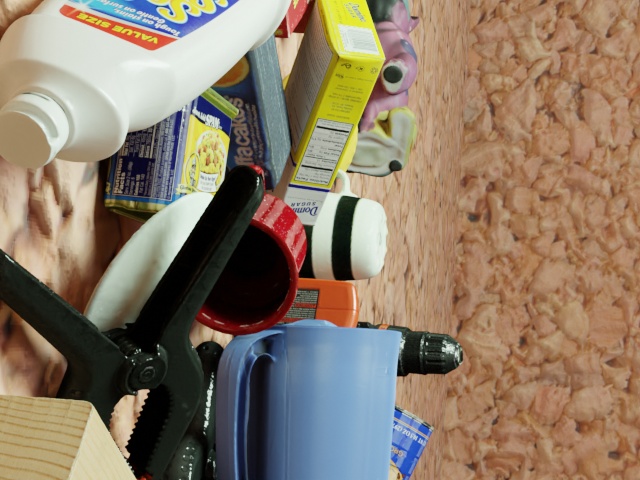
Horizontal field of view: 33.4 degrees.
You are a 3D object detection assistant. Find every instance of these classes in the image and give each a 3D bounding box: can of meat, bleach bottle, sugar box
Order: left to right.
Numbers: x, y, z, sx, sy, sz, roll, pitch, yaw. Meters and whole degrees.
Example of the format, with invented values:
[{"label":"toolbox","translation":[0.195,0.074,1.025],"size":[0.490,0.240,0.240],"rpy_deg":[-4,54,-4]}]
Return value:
[{"label":"bleach bottle","translation":[-0.095,-0.104,0.570],"size":[0.068,0.102,0.250],"rpy_deg":[-56,-174,34]},{"label":"can of meat","translation":[-0.095,-0.053,0.678],"size":[0.102,0.057,0.084],"rpy_deg":[27,69,-75]},{"label":"sugar box","translation":[-0.002,-0.106,0.877],"size":[0.093,0.048,0.176],"rpy_deg":[-101,-157,-44]}]

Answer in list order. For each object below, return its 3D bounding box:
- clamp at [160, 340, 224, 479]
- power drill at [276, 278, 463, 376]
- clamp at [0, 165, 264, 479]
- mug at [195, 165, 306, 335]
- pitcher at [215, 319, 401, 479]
[{"label":"clamp","translation":[-0.092,0.157,0.784],"size":[0.171,0.039,0.120],"rpy_deg":[-74,157,-65]},{"label":"power drill","translation":[0.028,0.089,1.011],"size":[0.187,0.185,0.057],"rpy_deg":[44,50,-61]},{"label":"clamp","translation":[-0.114,0.064,0.588],"size":[0.164,0.036,0.210],"rpy_deg":[-12,125,-39]},{"label":"mug","translation":[-0.055,0.001,0.790],"size":[0.081,0.093,0.117],"rpy_deg":[-65,159,-69]},{"label":"pitcher","translation":[-0.014,0.182,0.821],"size":[0.145,0.149,0.243],"rpy_deg":[144,-51,-78]}]
